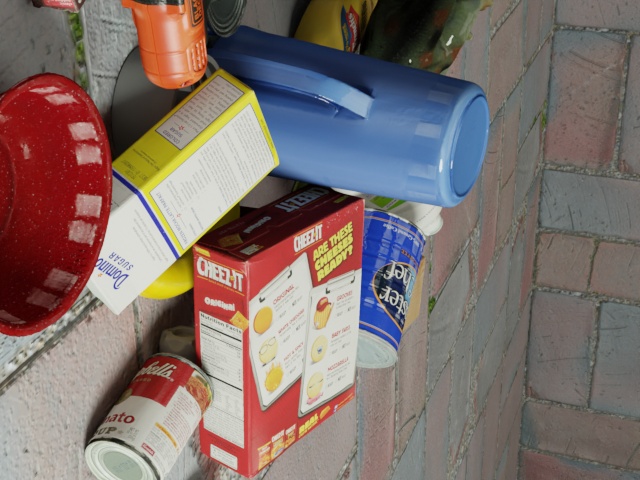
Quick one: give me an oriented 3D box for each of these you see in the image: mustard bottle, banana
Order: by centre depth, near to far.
[{"bbox_3d":[-0.117,0.009,0.923,0.197,0.037,0.069,-51,138,-55],"label":"banana"},{"bbox_3d":[0.014,-0.230,1.157,0.096,0.058,0.191,88,21,-44],"label":"mustard bottle"}]

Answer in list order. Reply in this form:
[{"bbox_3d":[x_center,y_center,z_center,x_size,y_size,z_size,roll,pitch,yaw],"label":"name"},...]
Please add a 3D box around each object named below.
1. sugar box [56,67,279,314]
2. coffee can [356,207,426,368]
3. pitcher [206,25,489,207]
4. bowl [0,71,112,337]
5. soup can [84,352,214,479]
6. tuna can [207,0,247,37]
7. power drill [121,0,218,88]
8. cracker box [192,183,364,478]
[{"bbox_3d":[-0.113,-0.036,0.789,0.176,0.048,0.093,-42,148,-14],"label":"sugar box"},{"bbox_3d":[0.046,0.050,1.124,0.102,0.103,0.140,64,39,-59],"label":"coffee can"},{"bbox_3d":[0.015,-0.108,0.932,0.149,0.243,0.145,-46,143,-48],"label":"pitcher"},{"bbox_3d":[-0.192,-0.025,0.657,0.162,0.055,0.162,9,90,-71],"label":"bowl"},{"bbox_3d":[-0.139,0.151,0.873,0.102,0.069,0.068,-59,151,-47],"label":"soup can"},{"bbox_3d":[-0.092,-0.215,0.894,0.086,0.034,0.086,9,90,-71],"label":"tuna can"},{"bbox_3d":[-0.085,-0.227,0.768,0.187,0.057,0.184,-56,152,-47],"label":"power drill"},{"bbox_3d":[-0.036,0.076,0.948,0.163,0.072,0.214,-29,129,-47],"label":"cracker box"}]
